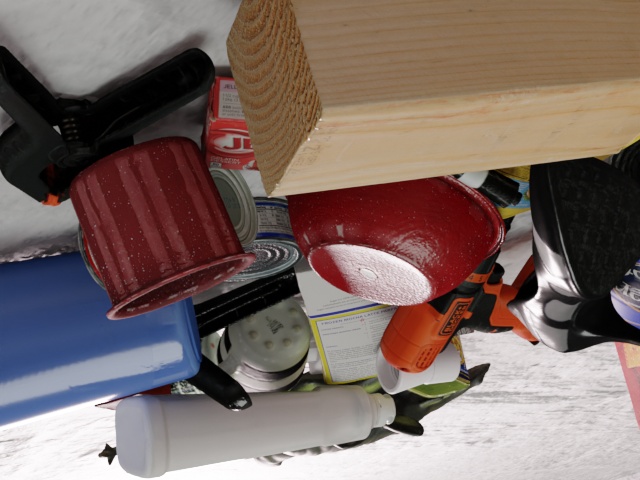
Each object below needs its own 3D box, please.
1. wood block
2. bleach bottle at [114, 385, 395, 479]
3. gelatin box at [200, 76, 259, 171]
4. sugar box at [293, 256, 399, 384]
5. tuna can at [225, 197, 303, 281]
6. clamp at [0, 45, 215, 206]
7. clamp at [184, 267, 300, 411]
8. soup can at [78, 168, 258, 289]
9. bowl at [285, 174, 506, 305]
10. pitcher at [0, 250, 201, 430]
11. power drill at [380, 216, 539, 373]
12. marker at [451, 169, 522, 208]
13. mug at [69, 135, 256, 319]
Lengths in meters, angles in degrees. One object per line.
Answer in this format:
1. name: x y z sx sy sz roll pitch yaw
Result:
1. wood block: 0.070 -0.089 0.526 0.205 0.091 0.090 -9 160 -23
2. bleach bottle: -0.045 0.159 0.930 0.250 0.068 0.103 -2 174 -26
3. gelatin box: -0.025 -0.066 0.633 0.089 0.030 0.073 3 162 -9
4. sugar box: 0.034 0.054 0.904 0.093 0.048 0.176 -12 139 0
5. tuna can: -0.055 0.001 0.807 0.086 0.034 0.086 -9 159 -4
6. clamp: -0.146 -0.063 0.596 0.120 0.039 0.172 5 154 -33
7. clamp: -0.123 0.088 0.891 0.210 0.164 0.036 -9 121 17
8. soup can: -0.101 -0.009 0.713 0.102 0.068 0.068 -21 156 26
9. bowl: 0.042 0.001 0.735 0.162 0.055 0.162 15 156 7
10. pitcher: -0.218 0.073 0.811 0.242 0.149 0.145 -12 136 -4
11. power drill: 0.149 0.025 0.877 0.187 0.057 0.185 1 127 -43
12. marker: 0.074 -0.055 0.663 0.121 0.020 0.020 29 147 -11
13. mug: -0.101 -0.005 0.634 0.093 0.081 0.117 -19 171 -32
